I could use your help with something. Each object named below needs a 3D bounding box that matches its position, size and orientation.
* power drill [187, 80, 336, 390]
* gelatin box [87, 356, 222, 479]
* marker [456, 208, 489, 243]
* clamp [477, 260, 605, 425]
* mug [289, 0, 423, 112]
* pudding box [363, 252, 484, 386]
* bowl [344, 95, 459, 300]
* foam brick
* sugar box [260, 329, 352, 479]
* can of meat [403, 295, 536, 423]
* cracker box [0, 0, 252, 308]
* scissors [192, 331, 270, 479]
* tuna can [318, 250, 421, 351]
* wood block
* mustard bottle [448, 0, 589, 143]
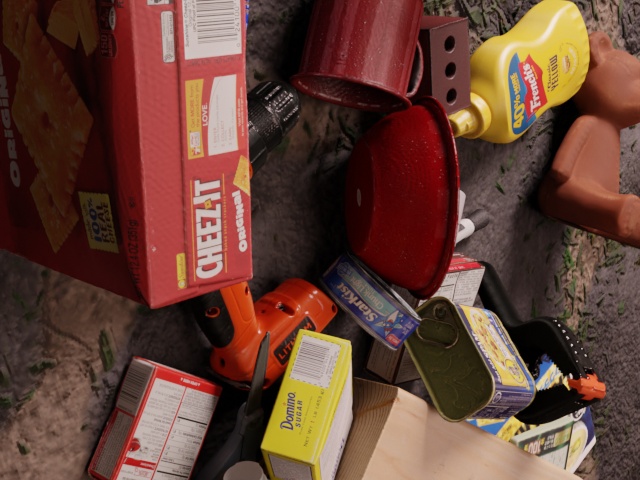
[{"bbox_3d":[-0.055,0.001,0.769,0.184,0.057,0.187,-45,128,-25],"label":"power drill"},{"bbox_3d":[-0.117,0.134,0.759,0.073,0.030,0.089,28,80,-49],"label":"gelatin box"},{"bbox_3d":[0.117,-0.002,0.985,0.120,0.020,0.020,-28,121,-40],"label":"marker"},{"bbox_3d":[0.176,0.099,0.957,0.036,0.210,0.164,14,83,-27],"label":"clamp"},{"bbox_3d":[0.039,-0.145,0.803,0.117,0.093,0.081,16,84,-43],"label":"mug"},{"bbox_3d":[0.093,0.069,0.950,0.089,0.039,0.113,-4,114,-46],"label":"pudding box"},{"bbox_3d":[0.056,-0.034,0.837,0.055,0.162,0.162,1,103,-13],"label":"bowl"},{"bbox_3d":[0.089,-0.144,0.888,0.052,0.051,0.078,-26,119,-41],"label":"foam brick"},{"bbox_3d":[-0.007,0.143,0.802,0.176,0.048,0.093,92,16,-64],"label":"sugar box"},{"bbox_3d":[0.126,0.101,0.893,0.058,0.102,0.083,-40,150,26],"label":"can of meat"},{"bbox_3d":[-0.129,-0.071,0.545,0.071,0.214,0.164,-16,112,-43],"label":"cracker box"},{"bbox_3d":[-0.065,0.142,0.771,0.096,0.016,0.202,-37,152,-20],"label":"scissors"},{"bbox_3d":[0.040,0.048,0.859,0.034,0.086,0.086,-47,136,4],"label":"tuna can"},{"bbox_3d":[0.112,0.203,0.924,0.206,0.091,0.090,29,78,-21],"label":"wood block"},{"bbox_3d":[0.175,-0.144,0.978,0.191,0.058,0.096,-37,131,-35],"label":"mustard bottle"}]
